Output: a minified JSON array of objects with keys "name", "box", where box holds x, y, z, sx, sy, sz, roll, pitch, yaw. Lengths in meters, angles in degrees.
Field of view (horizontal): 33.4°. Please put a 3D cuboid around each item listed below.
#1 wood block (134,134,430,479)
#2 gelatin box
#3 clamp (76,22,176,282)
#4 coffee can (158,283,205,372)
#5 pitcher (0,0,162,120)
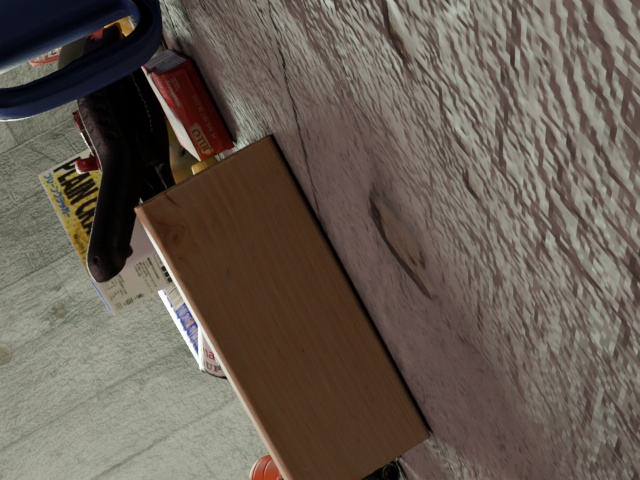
[{"name":"wood block","box":[-0.027,0.049,0.666,0.206,0.090,0.090,61,171,-7]},{"name":"gelatin box","box":[-0.102,-0.102,0.804,0.073,0.030,0.089,64,171,-21]},{"name":"clamp","box":[-0.133,-0.055,0.740,0.164,0.036,0.210,7,-115,-72]},{"name":"coffee can","box":[-0.142,0.085,1.380,0.140,0.102,0.103,59,171,14]},{"name":"pitcher","box":[-0.229,-0.151,0.679,0.149,0.242,0.145,36,153,54]}]
